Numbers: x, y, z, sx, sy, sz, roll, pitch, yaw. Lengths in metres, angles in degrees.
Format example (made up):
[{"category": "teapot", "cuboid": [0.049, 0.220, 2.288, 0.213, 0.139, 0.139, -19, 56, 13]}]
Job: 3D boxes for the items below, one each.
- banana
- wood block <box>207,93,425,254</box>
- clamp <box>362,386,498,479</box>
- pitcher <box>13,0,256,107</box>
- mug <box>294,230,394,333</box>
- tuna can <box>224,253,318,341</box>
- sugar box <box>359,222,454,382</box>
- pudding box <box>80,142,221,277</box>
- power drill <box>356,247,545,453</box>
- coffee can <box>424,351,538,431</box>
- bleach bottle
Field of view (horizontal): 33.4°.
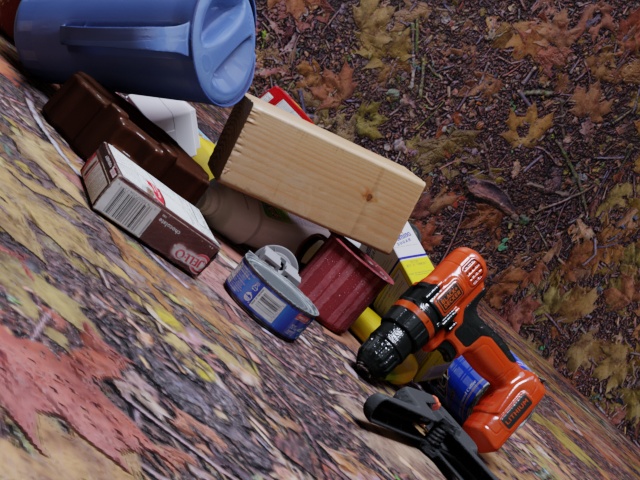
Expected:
[{"category": "banana", "cuboid": [0.063, 0.110, 1.191, 0.069, 0.037, 0.198, 40, 5, -29]}, {"category": "wood block", "cuboid": [-0.006, -0.072, 1.144, 0.206, 0.091, 0.090, 24, 10, -19]}, {"category": "clamp", "cuboid": [0.097, 0.169, 0.956, 0.164, 0.036, 0.210, 40, 5, -8]}, {"category": "pitcher", "cuboid": [-0.199, -0.212, 1.105, 0.243, 0.145, 0.149, 7, -31, 25]}, {"category": "mug", "cuboid": [0.012, 0.040, 1.170, 0.117, 0.081, 0.093, 44, 7, 33]}, {"category": "tuna can", "cuboid": [-0.044, 0.052, 0.960, 0.086, 0.034, 0.086, 40, 6, -5]}, {"category": "sugar box", "cuboid": [0.101, 0.065, 1.223, 0.048, 0.093, 0.176, -7, 56, -27]}, {"category": "pudding box", "cuboid": [-0.144, -0.026, 0.899, 0.113, 0.039, 0.090, 39, 5, -29]}, {"category": "power drill", "cuboid": [0.140, 0.127, 1.106, 0.187, 0.184, 0.057, 56, -25, -17]}, {"category": "coffee can", "cuboid": [0.178, 0.154, 1.260, 0.102, 0.103, 0.140, 35, 8, -40]}, {"category": "bleach bottle", "cuboid": [-0.059, -0.030, 1.222, 0.250, 0.068, 0.103, 16, 35, -52]}]
